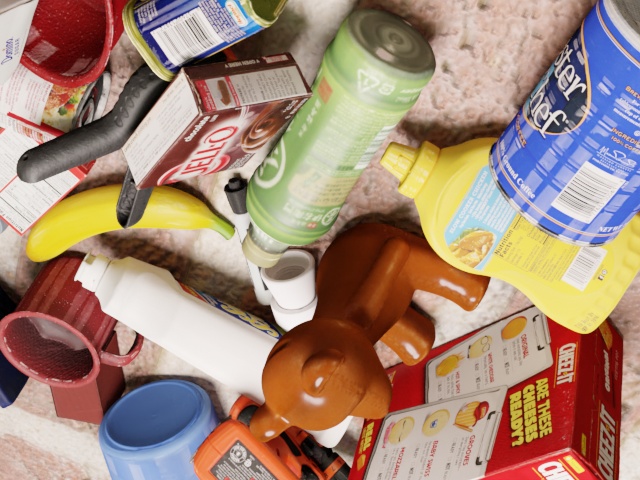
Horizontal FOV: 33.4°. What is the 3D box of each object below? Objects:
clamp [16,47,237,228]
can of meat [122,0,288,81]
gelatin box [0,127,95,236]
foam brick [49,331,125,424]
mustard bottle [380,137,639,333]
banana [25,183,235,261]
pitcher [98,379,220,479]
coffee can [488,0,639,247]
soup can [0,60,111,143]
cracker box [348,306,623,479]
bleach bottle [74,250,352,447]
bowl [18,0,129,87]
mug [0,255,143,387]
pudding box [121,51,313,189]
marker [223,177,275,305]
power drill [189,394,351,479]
[{"bbox_3d":[-0.133,-0.082,0.764,0.172,0.120,0.039,-49,59,19],"label":"clamp"},{"bbox_3d":[-0.067,-0.158,0.685,0.084,0.102,0.057,-20,119,28],"label":"can of meat"},{"bbox_3d":[-0.239,-0.057,0.861,0.089,0.030,0.073,-38,109,25],"label":"gelatin box"},{"bbox_3d":[-0.219,0.126,0.997,0.051,0.053,0.078,9,129,11],"label":"foam brick"},{"bbox_3d":[0.130,-0.018,0.754,0.191,0.058,0.096,28,107,-4],"label":"mustard bottle"},{"bbox_3d":[-0.172,-0.015,0.877,0.198,0.037,0.069,-5,126,22],"label":"banana"},{"bbox_3d":[-0.117,0.252,1.027,0.145,0.149,0.243,10,129,33],"label":"pitcher"},{"bbox_3d":[0.184,-0.079,0.663,0.103,0.102,0.140,28,131,-5],"label":"coffee can"},{"bbox_3d":[-0.216,-0.113,0.792,0.102,0.068,0.069,23,131,0],"label":"soup can"},{"bbox_3d":[0.125,0.149,0.827,0.214,0.164,0.072,-28,117,34],"label":"cracker box"},{"bbox_3d":[-0.087,0.080,0.886,0.250,0.102,0.068,28,94,-4],"label":"bleach bottle"},{"bbox_3d":[-0.174,-0.186,0.706,0.162,0.055,0.162,27,135,30],"label":"bowl"},{"bbox_3d":[-0.210,0.071,0.928,0.117,0.081,0.093,19,134,1],"label":"mug"},{"bbox_3d":[-0.072,-0.079,0.718,0.114,0.089,0.039,-41,71,51],"label":"pudding box"},{"bbox_3d":[-0.056,0.001,0.863,0.020,0.020,0.121,0,127,19],"label":"marker"},{"bbox_3d":[-0.022,0.202,0.893,0.184,0.187,0.057,41,93,11],"label":"power drill"}]
